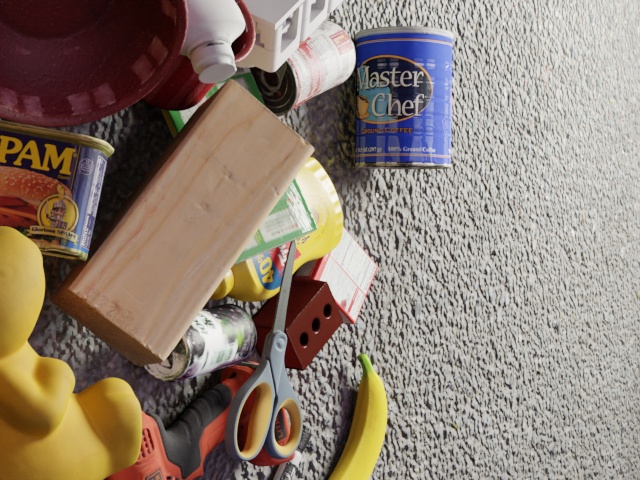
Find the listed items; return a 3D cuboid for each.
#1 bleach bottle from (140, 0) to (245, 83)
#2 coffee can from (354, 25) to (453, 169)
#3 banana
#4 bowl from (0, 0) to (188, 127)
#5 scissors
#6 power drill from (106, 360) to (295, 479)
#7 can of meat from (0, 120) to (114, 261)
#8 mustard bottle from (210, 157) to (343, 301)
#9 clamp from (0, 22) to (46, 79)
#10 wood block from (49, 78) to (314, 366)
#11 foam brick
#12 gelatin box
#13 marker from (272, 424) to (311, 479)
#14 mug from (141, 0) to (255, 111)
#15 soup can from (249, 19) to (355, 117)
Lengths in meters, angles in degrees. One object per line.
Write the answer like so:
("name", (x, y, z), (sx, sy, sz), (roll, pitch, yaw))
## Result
("bleach bottle", (-0.107, -0.234, 0.810), (0.102, 0.068, 0.251), (-4, 68, -42))
("coffee can", (0.087, -0.146, 1.116), (0.102, 0.103, 0.140), (-2, 93, -52))
("banana", (0.031, 0.221, 1.118), (0.069, 0.037, 0.197), (32, 65, -29))
("bowl", (-0.174, -0.153, 0.723), (0.161, 0.162, 0.055), (24, 33, -50))
("scissors", (-0.031, 0.107, 0.953), (0.096, 0.016, 0.201), (42, 59, -41))
("power drill", (-0.102, 0.202, 0.926), (0.187, 0.057, 0.184), (-31, 115, -47))
("can of meat", (-0.206, -0.036, 0.752), (0.057, 0.102, 0.084), (93, 7, -84))
("mustard bottle", (-0.056, 0.001, 0.976), (0.191, 0.058, 0.096), (-38, 118, -44))
("clamp", (-0.213, -0.151, 0.786), (0.171, 0.039, 0.120), (-34, 113, -39))
("wood block", (-0.107, -0.012, 0.833), (0.090, 0.091, 0.206), (39, 69, -12))
("foam brick", (-0.024, 0.080, 1.026), (0.078, 0.051, 0.053), (-49, 128, -39))
("gelatin box", (0.016, 0.033, 1.093), (0.089, 0.030, 0.073), (49, 53, -41))
("marker", (-0.038, 0.235, 1.040), (0.020, 0.020, 0.121), (50, 54, -40))
("mug", (-0.119, -0.167, 0.859), (0.093, 0.082, 0.117), (-31, 83, -43))
("soup can", (-0.020, -0.164, 1.007), (0.102, 0.069, 0.068), (-35, 118, -46))
